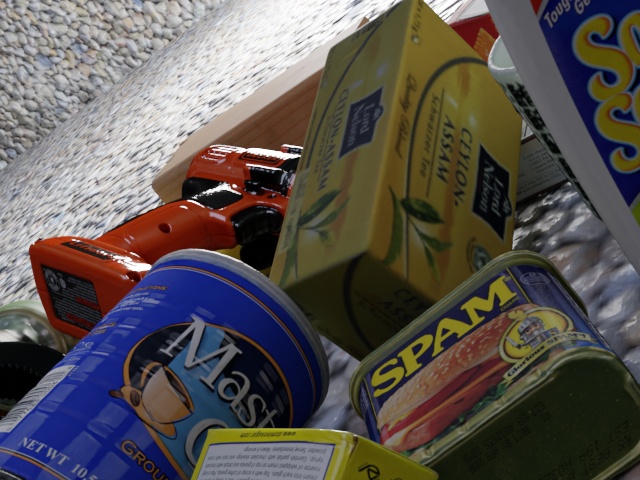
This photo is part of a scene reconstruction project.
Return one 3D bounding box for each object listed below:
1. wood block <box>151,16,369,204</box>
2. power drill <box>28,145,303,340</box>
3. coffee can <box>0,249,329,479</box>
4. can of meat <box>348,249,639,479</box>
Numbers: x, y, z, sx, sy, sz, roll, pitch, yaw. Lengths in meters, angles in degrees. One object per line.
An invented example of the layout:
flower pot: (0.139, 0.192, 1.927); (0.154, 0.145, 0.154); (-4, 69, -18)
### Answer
wood block: (-0.027, -0.079, 0.869); (0.206, 0.090, 0.090); (-29, 20, 32)
power drill: (-0.054, 0.001, 0.612); (0.185, 0.057, 0.187); (11, 30, 42)
coffee can: (-0.074, 0.085, 0.455); (0.103, 0.103, 0.140); (-22, 20, 45)
can of meat: (0.065, 0.063, 0.402); (0.102, 0.057, 0.084); (-38, 21, 9)
